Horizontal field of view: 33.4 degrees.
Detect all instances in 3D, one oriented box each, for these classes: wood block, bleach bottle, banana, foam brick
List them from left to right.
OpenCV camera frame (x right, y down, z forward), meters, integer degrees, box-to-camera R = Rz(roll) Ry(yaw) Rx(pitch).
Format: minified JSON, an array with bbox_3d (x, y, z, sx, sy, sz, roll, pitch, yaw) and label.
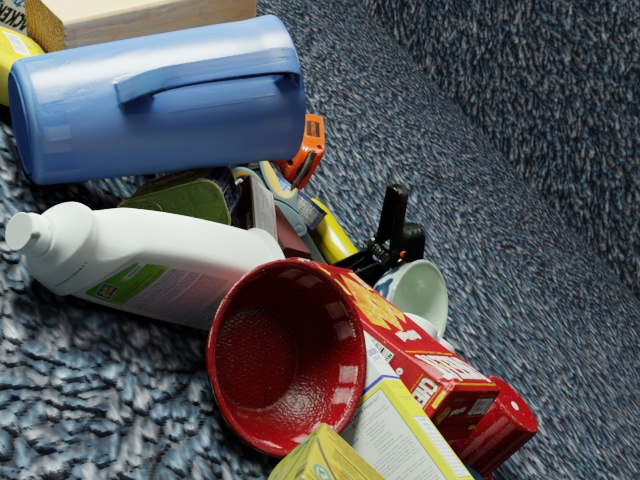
[{"bbox_3d":[-0.174,-0.213,1.045,0.205,0.090,0.091,-20,45,-30],"label":"wood block"},{"bbox_3d":[-0.138,0.014,0.853,0.250,0.103,0.068,20,35,-54],"label":"bleach bottle"},{"bbox_3d":[-0.057,0.001,1.140,0.051,0.053,0.078,17,33,-55],"label":"foam brick"},{"bbox_3d":[0.025,0.009,1.330,0.069,0.037,0.198,21,30,-51],"label":"banana"}]

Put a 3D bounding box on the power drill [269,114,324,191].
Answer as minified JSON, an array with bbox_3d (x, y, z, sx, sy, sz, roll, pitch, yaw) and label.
[{"bbox_3d":[-0.089,-0.136,1.130,0.187,0.057,0.184,23,29,-15],"label":"power drill"}]

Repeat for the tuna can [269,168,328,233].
[{"bbox_3d":[-0.034,-0.047,1.294,0.086,0.034,0.086,40,1,-1],"label":"tuna can"}]

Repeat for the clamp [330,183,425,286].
[{"bbox_3d":[0.061,0.019,1.227,0.036,0.164,0.209,50,7,22],"label":"clamp"}]

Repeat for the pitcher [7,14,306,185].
[{"bbox_3d":[-0.139,-0.121,0.929,0.242,0.149,0.145,-11,43,-21],"label":"pitcher"}]

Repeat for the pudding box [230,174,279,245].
[{"bbox_3d":[-0.084,-0.001,1.026,0.039,0.090,0.113,36,20,-26],"label":"pudding box"}]

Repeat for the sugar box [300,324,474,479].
[{"bbox_3d":[0.044,0.167,0.929,0.176,0.093,0.048,55,16,27],"label":"sugar box"}]

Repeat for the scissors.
[{"bbox_3d":[-0.046,-0.014,1.233,0.016,0.096,0.202,149,-75,-78],"label":"scissors"}]

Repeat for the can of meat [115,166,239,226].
[{"bbox_3d":[-0.129,-0.031,0.980,0.084,0.102,0.057,-77,151,-72],"label":"can of meat"}]

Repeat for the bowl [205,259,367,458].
[{"bbox_3d":[-0.039,0.098,0.887,0.161,0.055,0.162,5,81,-38],"label":"bowl"}]

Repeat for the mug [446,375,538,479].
[{"bbox_3d":[0.174,0.197,1.165,0.117,0.082,0.093,36,20,-25],"label":"mug"}]

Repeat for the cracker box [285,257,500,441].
[{"bbox_3d":[0.058,0.106,1.050,0.214,0.072,0.164,37,10,24],"label":"cracker box"}]
